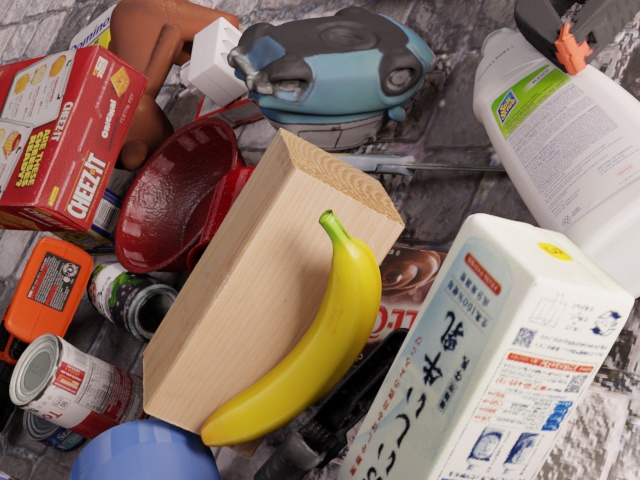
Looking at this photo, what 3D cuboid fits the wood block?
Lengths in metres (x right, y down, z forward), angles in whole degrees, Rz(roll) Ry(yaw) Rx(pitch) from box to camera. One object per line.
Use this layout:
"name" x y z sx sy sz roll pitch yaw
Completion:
"wood block" -0.039 0.037 0.767 0.206 0.090 0.090 -58 20 16

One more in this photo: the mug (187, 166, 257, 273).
"mug" -0.056 0.001 0.872 0.117 0.093 0.081 111 173 -54

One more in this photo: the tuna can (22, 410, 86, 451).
"tuna can" -0.236 0.151 0.990 0.086 0.033 0.086 -29 43 31

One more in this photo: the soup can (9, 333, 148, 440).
"soup can" -0.204 0.130 0.913 0.069 0.102 0.068 -28 44 31

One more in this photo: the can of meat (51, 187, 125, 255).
"can of meat" -0.240 -0.026 1.091 0.102 0.083 0.057 -2 60 48

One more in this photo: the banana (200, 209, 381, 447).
"banana" -0.011 0.071 0.713 0.198 0.069 0.037 -61 4 21

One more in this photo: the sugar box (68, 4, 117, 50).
"sugar box" -0.277 -0.200 1.302 0.093 0.048 0.176 -29 45 31

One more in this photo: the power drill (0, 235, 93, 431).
"power drill" -0.283 0.089 1.022 0.188 0.057 0.184 -39 32 56

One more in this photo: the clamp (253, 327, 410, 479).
"clamp" 0.005 0.119 0.689 0.120 0.039 0.172 -35 -9 -26

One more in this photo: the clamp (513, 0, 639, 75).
"clamp" 0.192 -0.190 0.730 0.165 0.036 0.210 -18 35 27

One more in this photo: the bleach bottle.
"bleach bottle" 0.164 -0.074 0.694 0.103 0.068 0.251 -40 36 18

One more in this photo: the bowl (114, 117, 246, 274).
"bowl" -0.116 -0.031 0.980 0.162 0.055 0.162 -29 43 31

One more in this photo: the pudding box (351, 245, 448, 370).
"pudding box" 0.066 0.054 0.721 0.114 0.039 0.090 8 70 52

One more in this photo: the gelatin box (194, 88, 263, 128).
"gelatin box" -0.077 -0.149 1.051 0.089 0.030 0.073 -13 52 42

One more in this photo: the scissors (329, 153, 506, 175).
"scissors" 0.061 -0.059 0.823 0.202 0.096 0.016 3 96 19

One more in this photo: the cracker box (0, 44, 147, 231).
"cracker box" -0.275 -0.094 1.046 0.214 0.072 0.164 2 69 48
